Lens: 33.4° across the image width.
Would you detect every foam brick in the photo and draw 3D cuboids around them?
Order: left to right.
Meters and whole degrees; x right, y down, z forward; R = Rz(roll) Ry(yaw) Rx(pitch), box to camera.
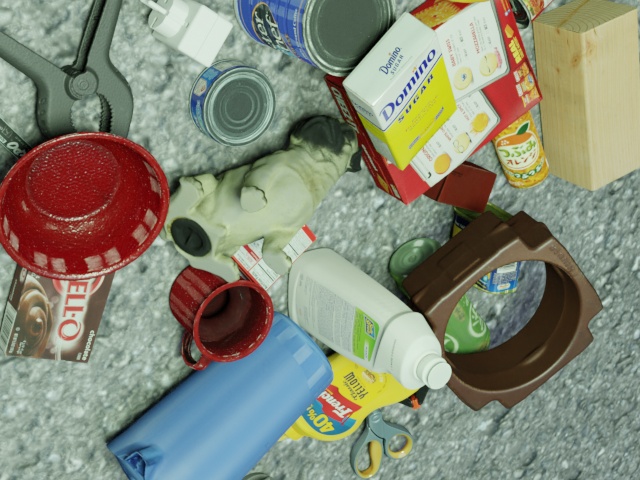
[{"bbox_3d":[0.159,-0.070,1.266,0.078,0.051,0.053,13,102,-36],"label":"foam brick"}]

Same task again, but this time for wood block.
[{"bbox_3d":[0.327,-0.178,1.301,0.090,0.090,0.206,-26,122,-21],"label":"wood block"}]

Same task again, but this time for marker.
[{"bbox_3d":[-0.279,-0.084,0.997,0.020,0.020,0.121,-47,128,-7],"label":"marker"}]

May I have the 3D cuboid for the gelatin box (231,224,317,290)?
[{"bbox_3d":[-0.058,0.002,1.172,0.089,0.030,0.073,-46,129,-8],"label":"gelatin box"}]

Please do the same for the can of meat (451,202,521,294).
[{"bbox_3d":[0.202,0.008,1.297,0.057,0.102,0.084,-9,117,-29],"label":"can of meat"}]

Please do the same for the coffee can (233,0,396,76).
[{"bbox_3d":[-0.008,-0.224,1.032,0.102,0.140,0.103,-14,117,-28],"label":"coffee can"}]

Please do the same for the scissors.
[{"bbox_3d":[0.084,0.221,1.346,0.096,0.016,0.202,-8,126,-24],"label":"scissors"}]

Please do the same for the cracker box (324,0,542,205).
[{"bbox_3d":[0.129,-0.170,1.189,0.213,0.072,0.164,-38,125,-12],"label":"cracker box"}]

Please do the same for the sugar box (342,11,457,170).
[{"bbox_3d":[0.083,-0.141,1.048,0.093,0.048,0.176,-49,162,-3],"label":"sugar box"}]

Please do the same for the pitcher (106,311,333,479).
[{"bbox_3d":[-0.103,0.198,1.179,0.242,0.149,0.145,-42,109,-14],"label":"pitcher"}]

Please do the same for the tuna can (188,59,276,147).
[{"bbox_3d":[-0.088,-0.139,1.086,0.086,0.034,0.086,-13,117,-28],"label":"tuna can"}]

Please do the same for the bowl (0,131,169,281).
[{"bbox_3d":[-0.226,-0.042,0.997,0.162,0.055,0.162,-13,129,-17],"label":"bowl"}]

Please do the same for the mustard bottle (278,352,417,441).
[{"bbox_3d":[0.019,0.180,1.257,0.192,0.058,0.096,-36,95,17],"label":"mustard bottle"}]

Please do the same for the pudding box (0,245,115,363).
[{"bbox_3d":[-0.262,0.062,1.061,0.089,0.039,0.113,11,104,-36],"label":"pudding box"}]

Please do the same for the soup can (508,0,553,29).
[{"bbox_3d":[0.244,-0.299,1.208,0.102,0.069,0.068,-45,127,-9],"label":"soup can"}]

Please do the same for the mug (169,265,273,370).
[{"bbox_3d":[-0.114,0.082,1.137,0.093,0.082,0.117,20,99,-37],"label":"mug"}]

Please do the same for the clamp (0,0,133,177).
[{"bbox_3d":[-0.236,-0.149,0.983,0.164,0.036,0.210,-21,123,-25],"label":"clamp"}]

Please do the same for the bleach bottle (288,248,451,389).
[{"bbox_3d":[0.053,0.096,1.144,0.068,0.251,0.102,-14,118,-27],"label":"bleach bottle"}]
